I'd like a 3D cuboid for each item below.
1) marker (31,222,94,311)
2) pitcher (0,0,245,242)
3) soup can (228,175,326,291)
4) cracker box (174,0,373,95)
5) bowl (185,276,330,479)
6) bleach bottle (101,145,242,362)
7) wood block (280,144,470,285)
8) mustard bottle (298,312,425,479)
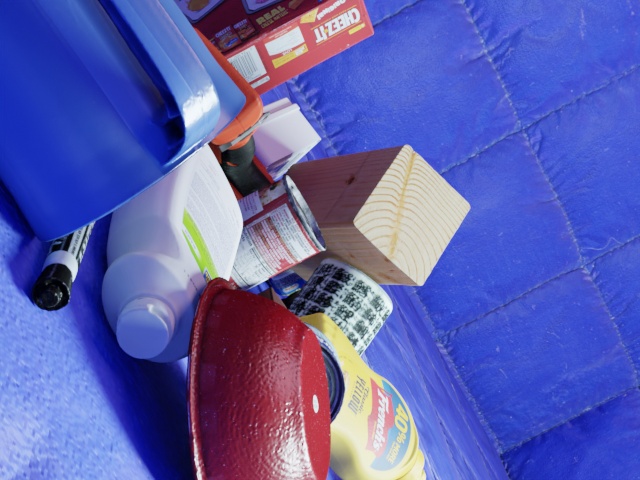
[{"bbox_3d":[-0.136,0.007,0.569,0.020,0.020,0.121,60,7,-21],"label":"marker"},{"bbox_3d":[-0.149,-0.131,0.526,0.242,0.149,0.145,57,19,-18],"label":"pitcher"},{"bbox_3d":[-0.056,0.001,0.858,0.068,0.102,0.068,61,7,-12],"label":"soup can"},{"bbox_3d":[-0.068,-0.240,1.051,0.214,0.164,0.072,58,-4,42],"label":"cracker box"},{"bbox_3d":[-0.029,0.099,0.623,0.162,0.055,0.162,-6,90,-81],"label":"bowl"},{"bbox_3d":[-0.099,0.004,0.684,0.102,0.068,0.251,62,8,-16],"label":"bleach bottle"},{"bbox_3d":[0.029,-0.020,0.995,0.090,0.090,0.206,42,-19,-22],"label":"wood block"},{"bbox_3d":[0.031,0.154,0.909,0.191,0.058,0.096,48,43,-30],"label":"mustard bottle"}]
